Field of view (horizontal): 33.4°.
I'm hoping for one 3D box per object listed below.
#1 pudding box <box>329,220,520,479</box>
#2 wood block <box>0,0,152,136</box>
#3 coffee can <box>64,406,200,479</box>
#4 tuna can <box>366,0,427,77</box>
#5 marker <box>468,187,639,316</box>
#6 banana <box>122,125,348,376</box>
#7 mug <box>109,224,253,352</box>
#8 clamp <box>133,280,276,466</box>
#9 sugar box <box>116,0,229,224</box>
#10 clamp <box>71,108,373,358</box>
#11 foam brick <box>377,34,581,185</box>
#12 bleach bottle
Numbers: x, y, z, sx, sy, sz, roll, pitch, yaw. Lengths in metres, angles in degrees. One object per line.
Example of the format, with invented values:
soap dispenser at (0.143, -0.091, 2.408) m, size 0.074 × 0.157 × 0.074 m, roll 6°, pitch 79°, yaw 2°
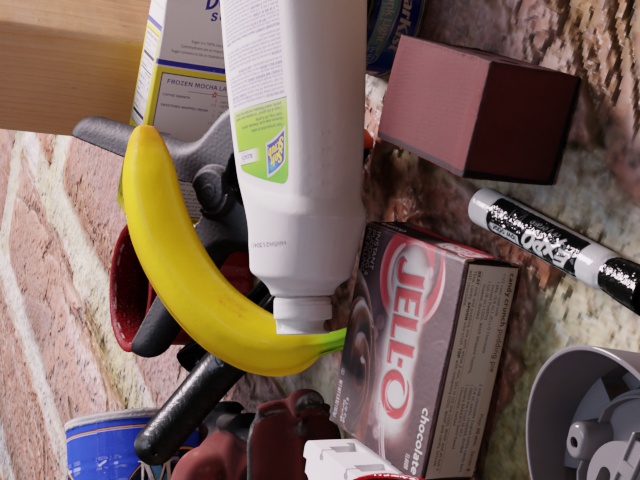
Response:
pudding box at (0.049, 0.053, 0.533) m, size 0.090 × 0.039 × 0.113 m, roll 24°, pitch 108°, yaw 60°
wood block at (-0.174, -0.136, 0.796) m, size 0.091 × 0.205 × 0.090 m, roll -66°, pitch 34°, yaw 34°
coffee can at (-0.137, 0.203, 0.799) m, size 0.103 × 0.102 × 0.140 m, roll -34°, pitch 57°, yaw 56°
tuna can at (0.024, -0.138, 0.607) m, size 0.086 × 0.033 × 0.086 m, roll -12°, pitch 77°, yaw 61°
marker at (0.104, 0.003, 0.458) m, size 0.121 × 0.020 × 0.020 m, roll 37°, pitch 120°, yaw 58°
banana at (-0.065, 0.015, 0.621) m, size 0.198 × 0.069 × 0.037 m, roll 44°, pitch 169°, yaw 21°
mug at (-0.105, 0.032, 0.781) m, size 0.117 × 0.081 × 0.093 m, roll 23°, pitch 108°, yaw 60°
clamp at (-0.051, 0.060, 0.682) m, size 0.172 × 0.039 × 0.120 m, roll -43°, pitch 18°, yaw 15°
sugar box at (-0.079, -0.098, 0.735) m, size 0.048 × 0.093 × 0.176 m, roll 43°, pitch 123°, yaw 58°
clamp at (-0.060, -0.019, 0.661) m, size 0.210 × 0.036 × 0.164 m, roll -12°, pitch 88°, yaw 30°
foam brick at (0.071, -0.061, 0.492) m, size 0.078 × 0.052 × 0.051 m, roll 35°, pitch 118°, yaw 57°
bleach bottle at (-0.016, -0.076, 0.574) m, size 0.103 × 0.068 × 0.251 m, roll -6°, pitch 85°, yaw 62°
